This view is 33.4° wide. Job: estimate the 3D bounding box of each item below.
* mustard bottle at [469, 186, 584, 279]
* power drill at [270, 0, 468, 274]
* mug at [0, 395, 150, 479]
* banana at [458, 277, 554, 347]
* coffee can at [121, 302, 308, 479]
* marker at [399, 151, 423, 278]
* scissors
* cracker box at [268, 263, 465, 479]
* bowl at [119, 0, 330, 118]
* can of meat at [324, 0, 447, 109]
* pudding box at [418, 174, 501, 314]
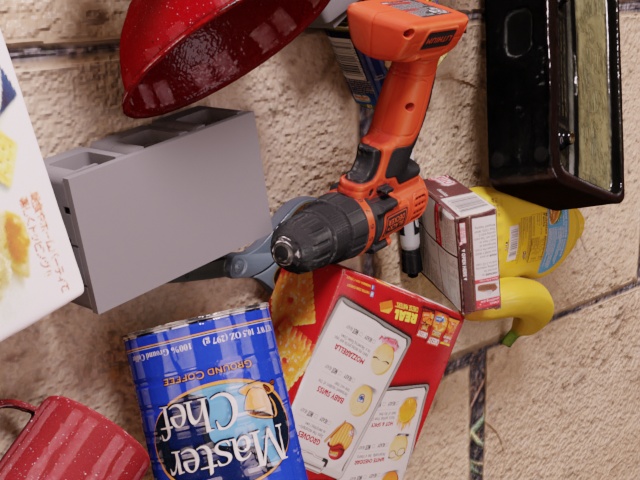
[{"bbox_3d":[0.200,-0.009,1.034,0.191,0.058,0.096,-9,106,-45],"label":"mustard bottle"},{"bbox_3d":[0.036,-0.075,0.764,0.184,0.057,0.188,-28,138,-55],"label":"power drill"},{"bbox_3d":[-0.171,0.145,0.672,0.117,0.093,0.081,36,64,-9],"label":"mug"},{"bbox_3d":[0.182,0.065,0.995,0.069,0.037,0.197,-49,153,4],"label":"banana"},{"bbox_3d":[-0.069,0.121,0.720,0.102,0.103,0.140,-9,84,-45],"label":"coffee can"},{"bbox_3d":[0.076,-0.024,0.929,0.020,0.020,0.121,-25,117,-40],"label":"marker"},{"bbox_3d":[-0.055,0.001,0.800,0.201,0.016,0.096,17,87,-48],"label":"scissors"},{"bbox_3d":[0.009,0.131,0.848,0.163,0.072,0.214,22,90,-46],"label":"cracker box"},{"bbox_3d":[-0.070,-0.144,0.680,0.161,0.162,0.055,-30,86,-38],"label":"bowl"},{"bbox_3d":[0.054,-0.165,0.847,0.102,0.058,0.084,-48,133,-27],"label":"can of meat"},{"bbox_3d":[0.115,0.001,0.912,0.039,0.113,0.090,-11,110,-9],"label":"pudding box"}]
